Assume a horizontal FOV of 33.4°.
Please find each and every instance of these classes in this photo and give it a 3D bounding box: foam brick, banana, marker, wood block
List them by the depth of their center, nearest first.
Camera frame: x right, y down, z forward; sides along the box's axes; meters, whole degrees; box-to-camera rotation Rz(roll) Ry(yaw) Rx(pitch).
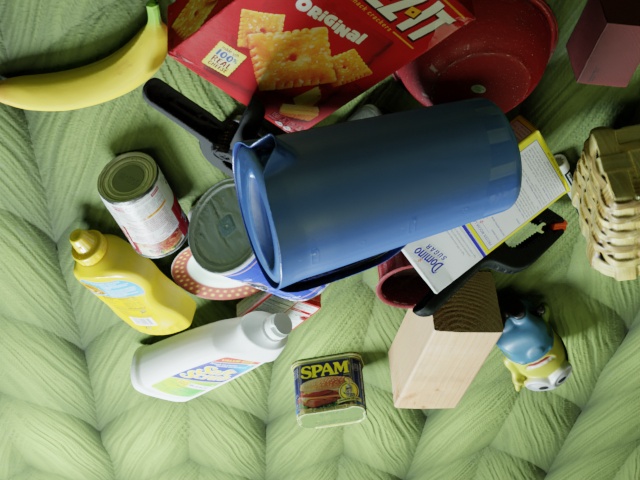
[{"bbox_3d":[0.267,-0.187,0.979,0.053,0.051,0.078,4,144,-11],"label":"foam brick"},{"bbox_3d":[-0.208,-0.157,0.979,0.198,0.037,0.069,-23,124,22],"label":"banana"},{"bbox_3d":[0.283,-0.057,1.194,0.020,0.020,0.121,-20,143,20],"label":"marker"},{"bbox_3d":[0.158,0.132,1.387,0.090,0.091,0.206,2,144,-11],"label":"wood block"}]

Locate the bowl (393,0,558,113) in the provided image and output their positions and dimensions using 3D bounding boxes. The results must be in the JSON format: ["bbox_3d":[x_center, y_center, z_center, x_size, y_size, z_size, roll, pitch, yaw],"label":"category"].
[{"bbox_3d":[0.146,-0.162,0.996,0.162,0.055,0.162,-3,145,-2],"label":"bowl"}]

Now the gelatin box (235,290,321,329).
[{"bbox_3d":[-0.053,0.082,1.342,0.073,0.030,0.089,21,138,-30],"label":"gelatin box"}]

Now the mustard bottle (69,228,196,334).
[{"bbox_3d":[-0.229,0.043,1.236,0.096,0.058,0.191,1,150,28],"label":"mustard bottle"}]

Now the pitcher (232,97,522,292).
[{"bbox_3d":[0.050,-0.043,0.957,0.242,0.145,0.149,-15,-178,-14],"label":"pitcher"}]

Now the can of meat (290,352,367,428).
[{"bbox_3d":[0.013,0.211,1.487,0.102,0.084,0.057,-9,145,7],"label":"can of meat"}]

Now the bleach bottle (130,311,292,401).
[{"bbox_3d":[-0.132,0.139,1.349,0.102,0.068,0.251,22,146,-35],"label":"bleach bottle"}]

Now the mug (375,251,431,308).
[{"bbox_3d":[0.118,0.019,1.228,0.117,0.081,0.093,-4,145,-1],"label":"mug"}]

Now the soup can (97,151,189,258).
[{"bbox_3d":[-0.186,-0.037,1.122,0.068,0.068,0.102,-11,144,8],"label":"soup can"}]

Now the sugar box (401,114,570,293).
[{"bbox_3d":[0.157,-0.035,1.073,0.176,0.048,0.093,-36,126,4],"label":"sugar box"}]

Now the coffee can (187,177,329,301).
[{"bbox_3d":[-0.057,0.001,1.139,0.103,0.103,0.140,-26,152,27],"label":"coffee can"}]

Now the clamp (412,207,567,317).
[{"bbox_3d":[0.178,-0.017,1.178,0.209,0.164,0.036,-13,-177,-24],"label":"clamp"}]

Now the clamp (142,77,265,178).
[{"bbox_3d":[-0.095,-0.098,0.998,0.120,0.039,0.171,22,161,17],"label":"clamp"}]

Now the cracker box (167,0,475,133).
[{"bbox_3d":[-0.001,-0.195,0.915,0.214,0.072,0.164,-30,138,31],"label":"cracker box"}]
